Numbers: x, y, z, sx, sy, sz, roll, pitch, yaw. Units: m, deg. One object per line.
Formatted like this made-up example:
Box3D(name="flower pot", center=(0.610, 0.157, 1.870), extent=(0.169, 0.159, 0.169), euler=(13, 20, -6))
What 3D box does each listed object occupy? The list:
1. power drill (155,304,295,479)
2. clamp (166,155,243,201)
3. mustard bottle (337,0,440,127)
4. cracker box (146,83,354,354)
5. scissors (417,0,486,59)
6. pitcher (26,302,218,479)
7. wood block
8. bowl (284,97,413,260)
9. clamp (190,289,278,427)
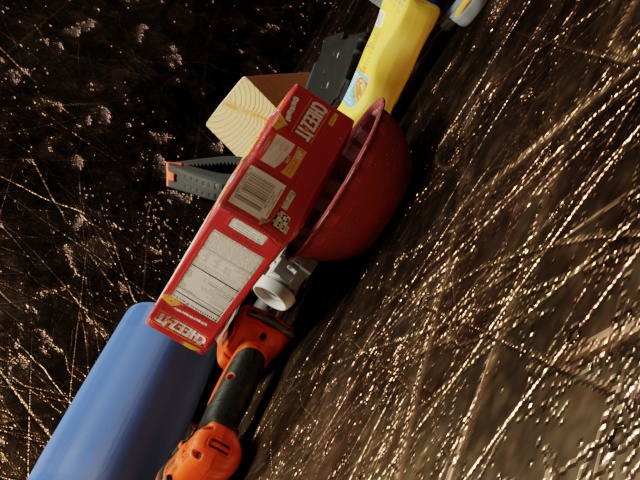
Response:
Box3D(name="power drill", center=(-0.095, 0.165, 0.988), extent=(0.185, 0.057, 0.187), euler=(-49, 15, 52))
Box3D(name="clamp", center=(-0.059, -0.067, 1.150), extent=(0.164, 0.210, 0.036), euler=(-62, -23, -67))
Box3D(name="mustard bottle", center=(0.061, -0.169, 1.132), extent=(0.096, 0.058, 0.192), euler=(-112, 45, -70))
Box3D(name="cracker box", center=(-0.065, -0.014, 0.963), extent=(0.214, 0.072, 0.164), euler=(-52, 8, 50))
Box3D(name="scissors", center=(0.130, -0.217, 1.079), extent=(0.202, 0.016, 0.096), euler=(-51, 12, 47))
Box3D(name="pitcher", center=(-0.204, 0.190, 1.097), extent=(0.145, 0.149, 0.242), euler=(80, -152, -54))
Box3D(name="wood block", center=(-0.054, -0.170, 1.475), extent=(0.090, 0.091, 0.205), euler=(-48, -11, 23))
Box3D(name="bowl", center=(0.033, -0.040, 0.918), extent=(0.162, 0.055, 0.162), euler=(-58, 8, 13))
Box3D(name="clamp", center=(-0.098, 0.126, 1.182), extent=(0.171, 0.039, 0.120), euler=(-60, 7, 1))
